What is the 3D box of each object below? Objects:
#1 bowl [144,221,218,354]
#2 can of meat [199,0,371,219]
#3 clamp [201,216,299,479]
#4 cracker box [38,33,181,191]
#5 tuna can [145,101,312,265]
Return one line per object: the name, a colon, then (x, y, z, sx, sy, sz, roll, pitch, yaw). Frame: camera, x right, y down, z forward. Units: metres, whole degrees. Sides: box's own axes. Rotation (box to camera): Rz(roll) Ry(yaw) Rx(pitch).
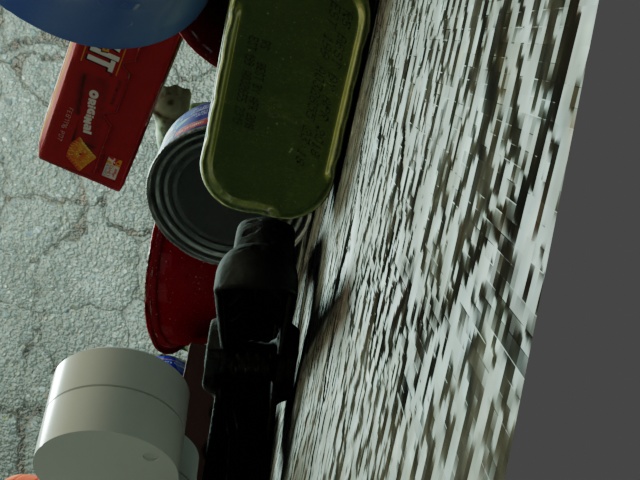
bowl: (-0.054, 0.001, 0.682, 0.162, 0.055, 0.162, 14, -90, -78)
can of meat: (-0.014, -0.067, 0.430, 0.084, 0.057, 0.102, -95, 16, -70)
clamp: (-0.026, 0.040, 0.415, 0.210, 0.036, 0.165, -88, 6, -62)
cracker box: (-0.132, -0.167, 0.784, 0.213, 0.072, 0.164, -82, 17, -50)
tuna can: (-0.045, -0.029, 0.553, 0.033, 0.086, 0.086, -80, 3, -54)
